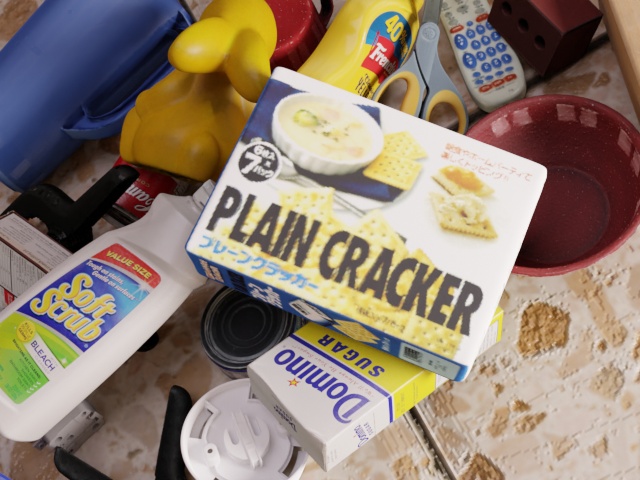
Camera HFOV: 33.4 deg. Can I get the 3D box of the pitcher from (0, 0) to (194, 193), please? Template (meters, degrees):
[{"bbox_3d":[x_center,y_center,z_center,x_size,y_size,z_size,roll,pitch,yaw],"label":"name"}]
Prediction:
[{"bbox_3d":[-0.235,-0.159,1.024,0.243,0.145,0.149,-47,15,-4],"label":"pitcher"}]

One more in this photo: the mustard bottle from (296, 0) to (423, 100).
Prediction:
[{"bbox_3d":[0.036,-0.163,0.938,0.058,0.096,0.191,24,73,30],"label":"mustard bottle"}]

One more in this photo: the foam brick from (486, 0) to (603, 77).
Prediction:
[{"bbox_3d":[0.189,-0.189,0.904,0.051,0.053,0.078,-27,64,-25],"label":"foam brick"}]

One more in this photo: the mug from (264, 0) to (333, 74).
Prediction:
[{"bbox_3d":[-0.026,-0.188,0.984,0.093,0.081,0.117,27,75,31],"label":"mug"}]

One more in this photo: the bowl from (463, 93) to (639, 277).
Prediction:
[{"bbox_3d":[0.179,-0.034,0.836,0.162,0.055,0.162,-9,60,16],"label":"bowl"}]

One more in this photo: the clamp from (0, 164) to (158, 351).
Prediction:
[{"bbox_3d":[-0.218,-0.008,0.941,0.210,0.164,0.036,22,30,37],"label":"clamp"}]

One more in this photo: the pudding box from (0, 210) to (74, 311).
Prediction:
[{"bbox_3d":[-0.248,0.039,0.937,0.114,0.090,0.039,29,40,30],"label":"pudding box"}]

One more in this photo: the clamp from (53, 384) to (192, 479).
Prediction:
[{"bbox_3d":[-0.124,0.198,0.835,0.120,0.039,0.172,-38,63,-3],"label":"clamp"}]

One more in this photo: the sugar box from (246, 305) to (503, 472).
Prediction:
[{"bbox_3d":[0.042,0.084,0.801,0.176,0.048,0.093,-33,54,-23],"label":"sugar box"}]

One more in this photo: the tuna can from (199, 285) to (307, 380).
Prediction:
[{"bbox_3d":[-0.056,0.073,0.880,0.086,0.033,0.086,-9,60,16],"label":"tuna can"}]

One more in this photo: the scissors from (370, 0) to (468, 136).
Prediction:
[{"bbox_3d":[0.107,-0.161,0.917,0.096,0.016,0.202,27,86,-3],"label":"scissors"}]

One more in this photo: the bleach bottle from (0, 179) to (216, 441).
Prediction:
[{"bbox_3d":[-0.171,0.042,0.841,0.251,0.068,0.103,-43,71,7],"label":"bleach bottle"}]

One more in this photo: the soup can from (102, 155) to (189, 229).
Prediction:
[{"bbox_3d":[-0.154,-0.059,0.970,0.069,0.068,0.102,20,71,29],"label":"soup can"}]
